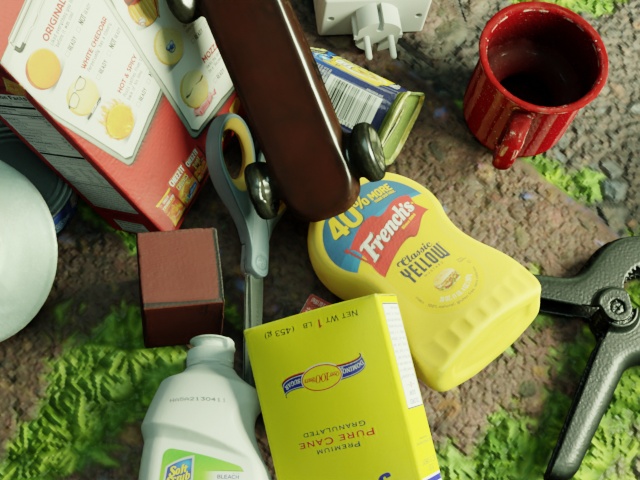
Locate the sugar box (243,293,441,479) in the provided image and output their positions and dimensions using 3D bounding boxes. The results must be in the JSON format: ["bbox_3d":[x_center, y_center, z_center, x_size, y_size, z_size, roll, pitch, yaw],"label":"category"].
[{"bbox_3d":[0.019,0.128,0.643,0.093,0.048,0.176,-18,79,20],"label":"sugar box"}]

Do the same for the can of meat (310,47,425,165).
[{"bbox_3d":[0.019,-0.095,0.750,0.084,0.102,0.057,28,103,9],"label":"can of meat"}]

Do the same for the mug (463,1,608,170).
[{"bbox_3d":[0.148,-0.103,0.775,0.093,0.081,0.117,18,66,2],"label":"mug"}]

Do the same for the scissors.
[{"bbox_3d":[-0.055,0.001,0.716,0.016,0.096,0.201,-9,58,36],"label":"scissors"}]

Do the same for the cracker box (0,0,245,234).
[{"bbox_3d":[-0.137,-0.128,0.690,0.072,0.213,0.164,8,60,38],"label":"cracker box"}]

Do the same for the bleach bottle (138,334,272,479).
[{"bbox_3d":[-0.062,0.179,0.643,0.102,0.068,0.251,2,64,-5],"label":"bleach bottle"}]

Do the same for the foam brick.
[{"bbox_3d":[-0.091,0.032,0.695,0.053,0.078,0.051,-5,67,-11],"label":"foam brick"}]

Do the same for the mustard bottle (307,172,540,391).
[{"bbox_3d":[0.048,0.007,0.716,0.096,0.058,0.192,-38,58,-15],"label":"mustard bottle"}]

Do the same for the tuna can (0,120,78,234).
[{"bbox_3d":[-0.210,-0.038,0.735,0.086,0.034,0.086,2,67,-5],"label":"tuna can"}]
